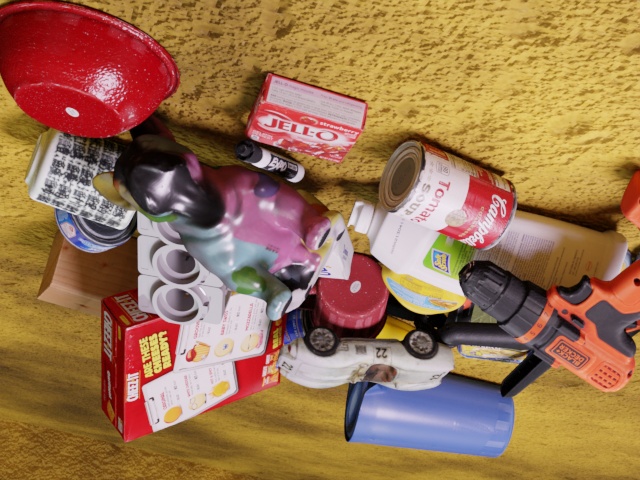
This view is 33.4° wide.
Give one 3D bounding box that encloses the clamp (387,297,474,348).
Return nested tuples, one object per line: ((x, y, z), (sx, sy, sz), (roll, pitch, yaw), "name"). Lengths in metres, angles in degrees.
((0.124, 0.091, 1.267), (0.039, 0.120, 0.172), (-20, 157, -36), "clamp")

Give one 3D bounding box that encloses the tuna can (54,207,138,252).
((-0.230, -0.032, 1.109), (0.086, 0.086, 0.034), (26, 153, -34), "tuna can")

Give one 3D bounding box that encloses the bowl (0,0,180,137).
((-0.200, -0.130, 0.880), (0.162, 0.055, 0.162), (10, 160, 3), "bowl")

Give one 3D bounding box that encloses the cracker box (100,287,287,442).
((-0.143, 0.117, 1.224), (0.213, 0.164, 0.072), (-16, -141, -32), "cracker box")

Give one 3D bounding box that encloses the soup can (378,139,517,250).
((0.110, -0.040, 0.929), (0.102, 0.068, 0.069), (21, 158, -24), "soup can")

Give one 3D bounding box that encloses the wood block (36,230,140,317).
((-0.235, 0.054, 1.333), (0.205, 0.090, 0.091), (19, 159, -20), "wood block")

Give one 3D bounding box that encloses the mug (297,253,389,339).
((0.023, 0.065, 1.221), (0.117, 0.093, 0.081), (4, 155, -1), "mug")

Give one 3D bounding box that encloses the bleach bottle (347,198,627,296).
((0.151, 0.004, 1.007), (0.251, 0.102, 0.068), (18, -176, 0), "bleach bottle")

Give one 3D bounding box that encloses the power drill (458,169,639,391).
((0.238, 0.030, 0.924), (0.184, 0.057, 0.188), (32, 123, -12), "power drill")

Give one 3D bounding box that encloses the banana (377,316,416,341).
((0.091, 0.127, 1.424), (0.070, 0.037, 0.197), (-10, 151, 42), "banana")

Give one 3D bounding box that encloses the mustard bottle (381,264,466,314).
((0.114, 0.036, 1.139), (0.096, 0.058, 0.191), (18, 160, 8), "mustard bottle")

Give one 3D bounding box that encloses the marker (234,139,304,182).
((-0.045, -0.071, 0.953), (0.020, 0.020, 0.121), (3, 175, 21), "marker")

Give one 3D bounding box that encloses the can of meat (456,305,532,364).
((0.212, 0.112, 1.293), (0.102, 0.057, 0.084), (7, 161, 12), "can of meat")

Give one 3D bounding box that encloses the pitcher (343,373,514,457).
((0.159, 0.259, 1.611), (0.242, 0.145, 0.149), (11, -169, -7), "pitcher")

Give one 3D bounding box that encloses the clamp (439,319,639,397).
((0.249, 0.109, 1.183), (0.210, 0.036, 0.164), (-25, 136, 33), "clamp")

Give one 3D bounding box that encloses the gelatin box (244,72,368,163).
((-0.013, -0.100, 0.891), (0.089, 0.030, 0.073), (15, 159, -10), "gelatin box")
